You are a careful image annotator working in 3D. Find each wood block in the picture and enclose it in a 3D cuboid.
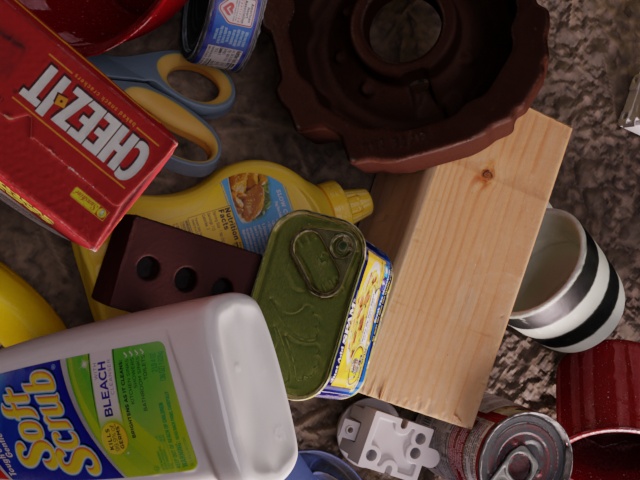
[{"bbox_3d":[0.078,0.008,0.708,0.090,0.090,0.206,21,86,-19],"label":"wood block"}]

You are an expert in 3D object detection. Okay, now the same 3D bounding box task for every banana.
[{"bbox_3d":[-0.213,0.036,0.632,0.197,0.037,0.070,29,100,-18],"label":"banana"}]

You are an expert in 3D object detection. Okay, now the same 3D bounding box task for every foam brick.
[{"bbox_3d":[-0.082,0.020,0.605,0.078,0.051,0.053,17,86,-20],"label":"foam brick"}]

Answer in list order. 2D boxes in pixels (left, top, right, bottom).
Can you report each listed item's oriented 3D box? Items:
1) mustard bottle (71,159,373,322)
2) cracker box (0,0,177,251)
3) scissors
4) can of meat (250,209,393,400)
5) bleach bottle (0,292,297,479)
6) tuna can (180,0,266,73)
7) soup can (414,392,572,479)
[{"bbox_3d":[-0.055,0.001,0.674,0.191,0.058,0.096,-17,94,-18],"label":"mustard bottle"},{"bbox_3d":[-0.173,-0.075,0.544,0.164,0.214,0.072,40,79,-18],"label":"cracker box"},{"bbox_3d":[-0.134,-0.117,0.657,0.202,0.016,0.096,40,50,0],"label":"scissors"},{"bbox_3d":[0.001,0.041,0.616,0.057,0.083,0.102,15,85,20],"label":"can of meat"},{"bbox_3d":[-0.142,0.102,0.576,0.251,0.068,0.102,-16,85,24],"label":"bleach bottle"},{"bbox_3d":[-0.059,-0.148,0.651,0.033,0.086,0.086,8,90,-19],"label":"tuna can"},{"bbox_3d":[0.113,0.139,0.720,0.068,0.102,0.068,-1,93,-21],"label":"soup can"}]
